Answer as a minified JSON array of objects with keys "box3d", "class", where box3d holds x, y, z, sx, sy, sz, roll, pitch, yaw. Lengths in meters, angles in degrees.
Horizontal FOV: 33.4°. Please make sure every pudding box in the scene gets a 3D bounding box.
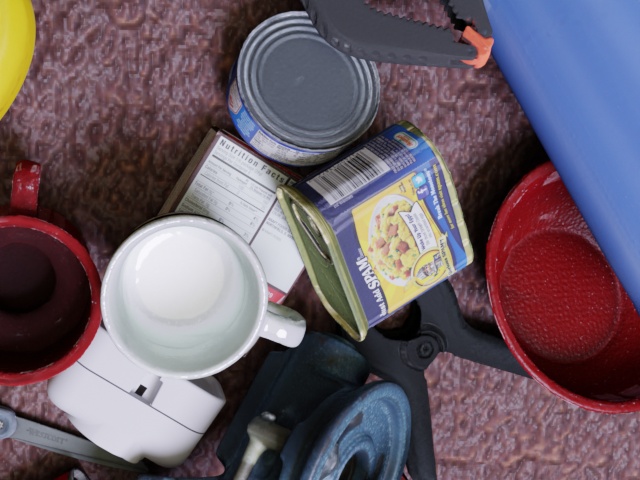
[{"box3d":[-0.054,0.001,0.643,0.090,0.039,0.113,31,92,-15],"class":"pudding box"}]

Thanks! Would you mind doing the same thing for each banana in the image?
[{"box3d":[-0.218,-0.074,0.595,0.069,0.037,0.198,38,91,1],"class":"banana"}]

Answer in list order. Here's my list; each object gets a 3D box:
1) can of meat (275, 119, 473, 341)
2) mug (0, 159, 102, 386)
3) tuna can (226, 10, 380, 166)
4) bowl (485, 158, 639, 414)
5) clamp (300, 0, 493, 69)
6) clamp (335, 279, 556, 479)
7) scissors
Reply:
[{"box3d":[0.033,-0.007,0.608,0.084,0.057,0.102,-32,129,-13],"class":"can of meat"},{"box3d":[-0.169,0.013,0.598,0.093,0.081,0.117,3,101,-13],"class":"mug"},{"box3d":[-0.011,-0.087,0.619,0.086,0.034,0.086,5,74,-17],"class":"tuna can"},{"box3d":[0.165,0.029,0.670,0.162,0.055,0.162,4,76,-17],"class":"bowl"},{"box3d":[0.003,-0.159,0.591,0.164,0.036,0.210,-44,83,2],"class":"clamp"},{"box3d":[0.074,0.064,0.683,0.120,0.039,0.171,-33,106,-9],"class":"clamp"},{"box3d":[-0.199,0.090,0.642,0.201,0.016,0.096,6,100,-13],"class":"scissors"}]
